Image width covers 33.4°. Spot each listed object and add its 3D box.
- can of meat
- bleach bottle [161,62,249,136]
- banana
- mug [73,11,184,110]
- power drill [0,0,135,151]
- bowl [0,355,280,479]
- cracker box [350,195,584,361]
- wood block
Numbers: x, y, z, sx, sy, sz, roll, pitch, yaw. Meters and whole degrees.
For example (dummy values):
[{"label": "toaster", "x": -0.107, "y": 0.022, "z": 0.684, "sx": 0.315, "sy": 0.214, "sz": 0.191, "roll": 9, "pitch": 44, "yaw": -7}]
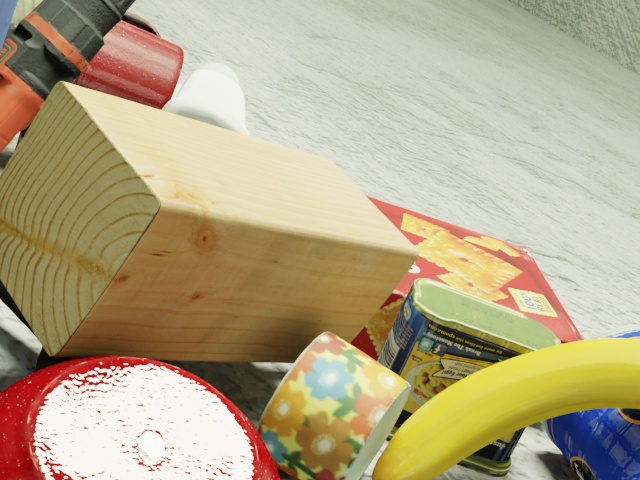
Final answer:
[{"label": "can of meat", "x": 0.083, "y": 0.080, "z": 0.638, "sx": 0.102, "sy": 0.084, "sz": 0.057, "roll": 20, "pitch": 21, "yaw": -8}, {"label": "bleach bottle", "x": -0.094, "y": -0.096, "z": 0.853, "sx": 0.068, "sy": 0.103, "sz": 0.251, "roll": 25, "pitch": 21, "yaw": -10}, {"label": "banana", "x": 0.122, "y": 0.089, "z": 0.576, "sx": 0.198, "sy": 0.037, "sz": 0.069, "roll": -12, "pitch": 37, "yaw": 6}, {"label": "mug", "x": -0.168, "y": -0.152, "z": 0.922, "sx": 0.081, "sy": 0.093, "sz": 0.117, "roll": 21, "pitch": 47, "yaw": -19}, {"label": "power drill", "x": -0.229, "y": -0.154, "z": 0.781, "sx": 0.188, "sy": 0.184, "sz": 0.057, "roll": 36, "pitch": -9, "yaw": 48}, {"label": "bowl", "x": -0.076, "y": 0.098, "z": 0.424, "sx": 0.162, "sy": 0.055, "sz": 0.162, "roll": 17, "pitch": 35, "yaw": -12}, {"label": "cracker box", "x": 0.059, "y": 0.031, "z": 0.749, "sx": 0.213, "sy": 0.072, "sz": 0.164, "roll": 18, "pitch": 21, "yaw": -11}, {"label": "wood block", "x": -0.054, "y": 0.001, "z": 0.541, "sx": 0.205, "sy": 0.090, "sz": 0.091, "roll": 10, "pitch": 33, "yaw": -54}]
